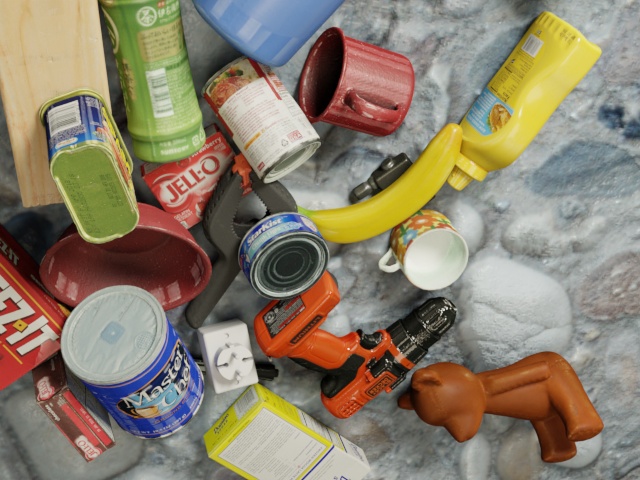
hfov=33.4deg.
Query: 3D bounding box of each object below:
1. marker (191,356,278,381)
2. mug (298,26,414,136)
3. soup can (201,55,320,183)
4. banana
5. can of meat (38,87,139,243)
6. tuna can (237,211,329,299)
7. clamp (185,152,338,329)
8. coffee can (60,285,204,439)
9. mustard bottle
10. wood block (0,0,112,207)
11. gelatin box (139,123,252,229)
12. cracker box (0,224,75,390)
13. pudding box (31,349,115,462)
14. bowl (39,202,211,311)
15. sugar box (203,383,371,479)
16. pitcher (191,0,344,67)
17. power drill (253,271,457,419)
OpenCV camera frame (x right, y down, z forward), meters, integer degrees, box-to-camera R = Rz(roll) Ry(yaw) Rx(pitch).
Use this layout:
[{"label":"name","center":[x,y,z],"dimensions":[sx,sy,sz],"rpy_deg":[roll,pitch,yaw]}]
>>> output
[{"label":"marker","center":[-0.104,0.138,1.158],"dimensions":[0.121,0.020,0.020],"rpy_deg":[8,114,-18]},{"label":"mug","center":[0.039,-0.140,0.999],"dimensions":[0.081,0.117,0.093],"rpy_deg":[13,112,-25]},{"label":"soup can","center":[-0.054,-0.113,0.987],"dimensions":[0.068,0.068,0.102],"rpy_deg":[-35,83,5]},{"label":"banana","center":[0.066,-0.045,1.069],"dimensions":[0.198,0.037,0.069],"rpy_deg":[-27,122,18]},{"label":"can of meat","center":[-0.189,-0.060,0.881],"dimensions":[0.057,0.084,0.102],"rpy_deg":[-19,130,-3]},{"label":"tuna can","center":[-0.035,0.016,1.044],"dimensions":[0.086,0.034,0.086],"rpy_deg":[-14,131,-17]},{"label":"clamp","center":[-0.057,0.001,1.071],"dimensions":[0.164,0.036,0.210],"rpy_deg":[-8,133,-13]},{"label":"coffee can","center":[-0.182,0.122,1.053],"dimensions":[0.103,0.103,0.140],"rpy_deg":[-22,146,-3]},{"label":"mustard bottle","center":[0.188,-0.129,1.051],"dimensions":[0.058,0.096,0.192],"rpy_deg":[30,106,-26]},{"label":"wood block","center":[-0.230,-0.142,0.920],"dimensions":[0.090,0.091,0.206],"rpy_deg":[-8,129,-12]},{"label":"gelatin box","center":[-0.121,-0.060,1.045],"dimensions":[0.089,0.030,0.073],"rpy_deg":[-30,120,1]},{"label":"cracker box","center":[-0.370,0.086,1.033],"dimensions":[0.214,0.072,0.164],"rpy_deg":[-34,120,3]},{"label":"pudding box","center":[-0.251,0.157,1.076],"dimensions":[0.039,0.113,0.090],"rpy_deg":[-31,120,-2]},{"label":"bowl","center":[-0.187,0.011,1.030],"dimensions":[0.162,0.055,0.162],"rpy_deg":[-4,146,-3]},{"label":"sugar box","center":[-0.036,0.241,1.214],"dimensions":[0.176,0.048,0.093],"rpy_deg":[37,103,-31]},{"label":"pitcher","center":[-0.004,-0.269,0.901],"dimensions":[0.149,0.145,0.243],"rpy_deg":[27,113,-40]},{"label":"power drill","center":[0.036,0.099,1.131],"dimensions":[0.184,0.057,0.187],"rpy_deg":[-44,131,12]}]
